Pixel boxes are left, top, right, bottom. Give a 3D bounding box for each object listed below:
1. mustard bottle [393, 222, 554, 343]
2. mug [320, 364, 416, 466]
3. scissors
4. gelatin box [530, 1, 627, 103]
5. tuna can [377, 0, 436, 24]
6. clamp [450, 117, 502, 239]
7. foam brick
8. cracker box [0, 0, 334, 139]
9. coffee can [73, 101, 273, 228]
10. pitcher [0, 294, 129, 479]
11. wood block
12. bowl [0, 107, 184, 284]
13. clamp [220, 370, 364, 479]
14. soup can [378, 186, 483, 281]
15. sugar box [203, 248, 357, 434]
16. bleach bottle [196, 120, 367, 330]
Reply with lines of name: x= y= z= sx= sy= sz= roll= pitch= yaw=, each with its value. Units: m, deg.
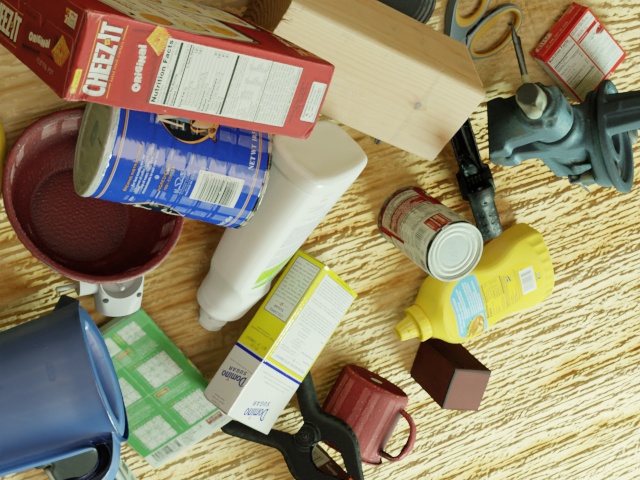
mustard bottle: x=0.167 y=0.061 z=1.193 sx=0.191 sy=0.058 sz=0.096 roll=-27 pitch=124 yaw=-14
mug: x=0.054 y=0.194 z=1.166 sx=0.093 sy=0.117 sz=0.081 roll=20 pitch=99 yaw=-59
scissors: x=0.118 y=-0.190 z=1.077 sx=0.201 sy=0.016 sz=0.096 roll=-35 pitch=122 yaw=-8
gelatin box: x=0.277 y=-0.200 z=1.145 sx=0.089 sy=0.030 sz=0.073 roll=36 pitch=95 yaw=-36
tuna can: x=0.067 y=-0.235 z=1.018 sx=0.086 sy=0.034 sz=0.086 roll=-11 pitch=117 yaw=-23
clamp: x=0.160 y=-0.055 z=1.090 sx=0.036 sy=0.164 sz=0.210 roll=-16 pitch=141 yaw=9
foam brick: x=0.147 y=0.152 z=1.214 sx=0.052 sy=0.078 sz=0.051 roll=7 pitch=110 yaw=-27
cracker box: x=-0.123 y=-0.144 z=0.815 sx=0.213 sy=0.164 sz=0.072 roll=5 pitch=111 yaw=-39
coffee can: x=-0.124 y=-0.073 z=0.896 sx=0.140 sy=0.103 sz=0.103 roll=12 pitch=107 yaw=-25
pitcher: x=-0.295 y=0.160 z=0.933 sx=0.242 sy=0.149 sz=0.145 roll=-19 pitch=109 yaw=-5
wood block: x=0.035 y=-0.163 z=0.971 sx=0.205 sy=0.090 sz=0.091 roll=21 pitch=126 yaw=-26
bowl: x=-0.203 y=-0.032 z=0.933 sx=0.161 sy=0.055 sz=0.162 roll=10 pitch=68 yaw=-26
clamp: x=-0.012 y=0.195 z=1.122 sx=0.120 sy=0.171 sz=0.039 roll=-55 pitch=167 yaw=2
soup can: x=0.113 y=-0.007 z=1.106 sx=0.068 sy=0.102 sz=0.068 roll=-11 pitch=117 yaw=-23
sugar box: x=-0.039 y=0.104 z=1.083 sx=0.176 sy=0.048 sz=0.093 roll=-54 pitch=147 yaw=-5
bleach bottle: x=-0.057 y=0.001 z=0.998 sx=0.102 sy=0.068 sz=0.251 roll=-26 pitch=158 yaw=-51
